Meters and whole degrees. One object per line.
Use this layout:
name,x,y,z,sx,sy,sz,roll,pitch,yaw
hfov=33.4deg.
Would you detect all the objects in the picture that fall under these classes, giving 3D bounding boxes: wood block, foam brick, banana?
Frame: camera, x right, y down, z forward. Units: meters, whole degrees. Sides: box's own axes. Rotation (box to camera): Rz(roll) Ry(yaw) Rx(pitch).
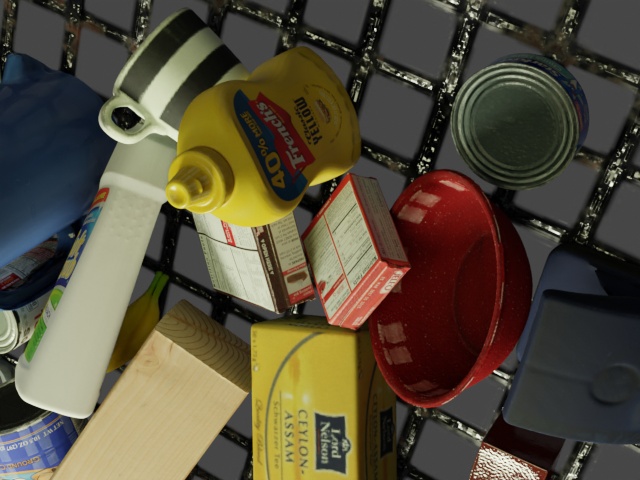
wood block,-0.144,0.163,0.885,0.091,0.090,0.206,35,104,-1
foam brick,0.143,0.177,0.800,0.053,0.051,0.078,24,121,19
banana,-0.203,0.092,0.952,0.198,0.069,0.037,-25,125,34

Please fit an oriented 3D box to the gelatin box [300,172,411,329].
gelatin box,0.025,0.008,0.773,0.073,0.030,0.089,-53,41,35

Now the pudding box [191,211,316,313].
pudding box,-0.055,0.001,0.812,0.114,0.039,0.090,16,125,59

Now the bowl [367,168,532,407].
bowl,0.095,0.034,0.730,0.162,0.055,0.162,-25,61,58

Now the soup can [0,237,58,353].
soup can,-0.256,0.047,0.933,0.069,0.102,0.068,12,117,24

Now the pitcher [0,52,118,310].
pitcher,-0.262,-0.027,0.817,0.149,0.242,0.145,40,123,0

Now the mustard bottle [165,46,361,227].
mustard bottle,-0.043,-0.062,0.708,0.058,0.191,0.096,-18,103,34

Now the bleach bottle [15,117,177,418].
bleach bottle,-0.169,0.009,0.852,0.068,0.103,0.251,21,95,-17

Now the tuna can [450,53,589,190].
tuna can,0.131,-0.078,0.700,0.086,0.033,0.086,12,117,24

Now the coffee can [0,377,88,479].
coffee can,-0.257,0.207,0.998,0.103,0.102,0.140,-2,117,30
